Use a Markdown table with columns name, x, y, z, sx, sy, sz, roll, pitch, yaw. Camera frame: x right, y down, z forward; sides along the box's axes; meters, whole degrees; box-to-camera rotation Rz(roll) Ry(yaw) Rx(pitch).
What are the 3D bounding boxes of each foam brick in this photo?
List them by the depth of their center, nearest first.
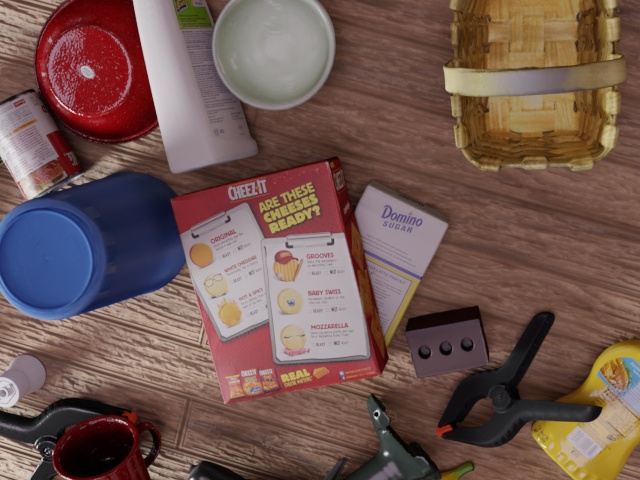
| name | x | y | z | sx | sy | sz | roll | pitch | yaw |
| --- | --- | --- | --- | --- | --- | --- | --- | --- | --- |
| foam brick | 0.130 | 0.104 | 1.094 | 0.078 | 0.051 | 0.053 | -12 | 100 | 12 |

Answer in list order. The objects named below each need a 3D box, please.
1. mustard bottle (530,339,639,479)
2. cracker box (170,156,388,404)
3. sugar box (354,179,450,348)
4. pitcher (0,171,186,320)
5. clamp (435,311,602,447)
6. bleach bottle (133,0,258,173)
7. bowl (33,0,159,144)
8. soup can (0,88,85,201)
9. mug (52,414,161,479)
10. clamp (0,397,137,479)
| name | x | y | z | sx | sy | sz | roll | pitch | yaw |
| --- | --- | --- | --- | --- | --- | --- | --- | --- | --- |
| mustard bottle | 0.309 | 0.157 | 1.073 | 0.096 | 0.058 | 0.192 | 44 | 106 | 10 |
| cracker box | -0.037 | 0.039 | 1.053 | 0.164 | 0.072 | 0.214 | -13 | 97 | 13 |
| sugar box | 0.054 | 0.036 | 1.095 | 0.093 | 0.048 | 0.176 | 27 | 103 | 3 |
| pitcher | -0.228 | 0.008 | 1.031 | 0.145 | 0.242 | 0.149 | 28 | 99 | 5 |
| clamp | 0.198 | 0.166 | 1.084 | 0.172 | 0.039 | 0.120 | -43 | 52 | 19 |
| bleach bottle | -0.135 | -0.197 | 1.055 | 0.068 | 0.102 | 0.251 | -12 | 94 | 26 |
| bowl | -0.226 | -0.174 | 1.087 | 0.162 | 0.055 | 0.162 | 2 | 103 | 9 |
| soup can | -0.300 | -0.097 | 1.110 | 0.068 | 0.068 | 0.102 | -29 | 96 | 14 |
| mug | -0.220 | 0.241 | 1.144 | 0.093 | 0.117 | 0.081 | 24 | 139 | 40 |
| clamp | -0.309 | 0.222 | 1.197 | 0.210 | 0.036 | 0.164 | -24 | 106 | 12 |
